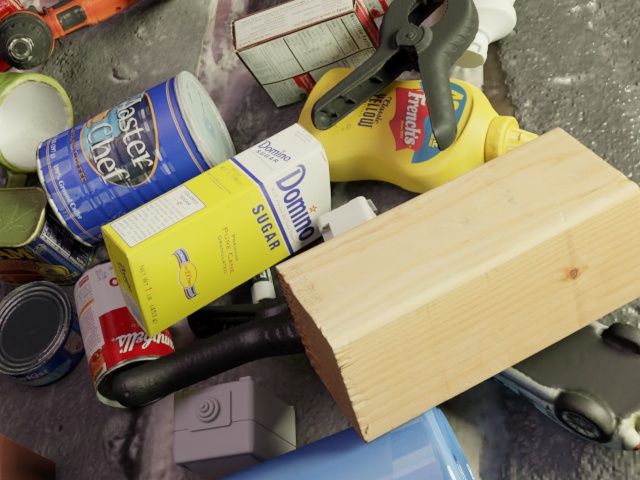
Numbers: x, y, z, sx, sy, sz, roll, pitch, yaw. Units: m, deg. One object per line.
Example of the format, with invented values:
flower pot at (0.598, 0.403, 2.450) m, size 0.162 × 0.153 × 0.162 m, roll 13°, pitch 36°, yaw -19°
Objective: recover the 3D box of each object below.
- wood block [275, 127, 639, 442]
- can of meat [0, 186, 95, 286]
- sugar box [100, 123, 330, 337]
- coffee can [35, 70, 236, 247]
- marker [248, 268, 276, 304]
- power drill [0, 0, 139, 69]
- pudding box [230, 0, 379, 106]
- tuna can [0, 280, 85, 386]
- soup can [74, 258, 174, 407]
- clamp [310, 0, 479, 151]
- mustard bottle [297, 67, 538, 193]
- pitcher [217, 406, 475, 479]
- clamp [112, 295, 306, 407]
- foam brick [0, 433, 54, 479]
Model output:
wood block at (0.089, 0.025, 0.665) m, size 0.206 × 0.091 × 0.090 m, roll -26°, pitch 38°, yaw -10°
can of meat at (-0.260, -0.001, 0.932) m, size 0.102 × 0.084 × 0.057 m, roll -1°, pitch 62°, yaw 24°
sugar box at (-0.072, -0.009, 0.808) m, size 0.176 × 0.093 × 0.048 m, roll -29°, pitch 51°, yaw -21°
coffee can at (-0.154, -0.068, 0.910) m, size 0.140 × 0.102 × 0.103 m, roll -24°, pitch 55°, yaw 11°
marker at (-0.056, 0.001, 0.876) m, size 0.020 × 0.020 × 0.121 m, roll -22°, pitch 56°, yaw 12°
power drill at (-0.215, -0.218, 0.998) m, size 0.187 × 0.057 × 0.184 m, roll -25°, pitch 21°, yaw -5°
pudding box at (-0.007, -0.164, 0.905) m, size 0.114 × 0.090 × 0.039 m, roll -17°, pitch 57°, yaw 16°
tuna can at (-0.240, 0.080, 0.907) m, size 0.086 × 0.033 × 0.086 m, roll -11°, pitch 58°, yaw 19°
soup can at (-0.155, 0.073, 0.851) m, size 0.068 × 0.068 × 0.102 m, roll -27°, pitch 54°, yaw 8°
clamp at (0.064, -0.143, 0.826) m, size 0.120 × 0.039 × 0.171 m, roll 8°, pitch 60°, yaw 21°
mustard bottle at (0.078, -0.084, 0.839) m, size 0.192 × 0.058 × 0.096 m, roll 10°, pitch 62°, yaw 29°
pitcher at (-0.011, 0.208, 0.681) m, size 0.243 × 0.149 × 0.145 m, roll -25°, pitch 37°, yaw 6°
clamp at (-0.036, 0.065, 0.754) m, size 0.210 × 0.164 × 0.036 m, roll -14°, pitch 102°, yaw 23°
foam brick at (-0.246, 0.190, 0.820) m, size 0.051 × 0.078 × 0.053 m, roll -19°, pitch 56°, yaw 12°
